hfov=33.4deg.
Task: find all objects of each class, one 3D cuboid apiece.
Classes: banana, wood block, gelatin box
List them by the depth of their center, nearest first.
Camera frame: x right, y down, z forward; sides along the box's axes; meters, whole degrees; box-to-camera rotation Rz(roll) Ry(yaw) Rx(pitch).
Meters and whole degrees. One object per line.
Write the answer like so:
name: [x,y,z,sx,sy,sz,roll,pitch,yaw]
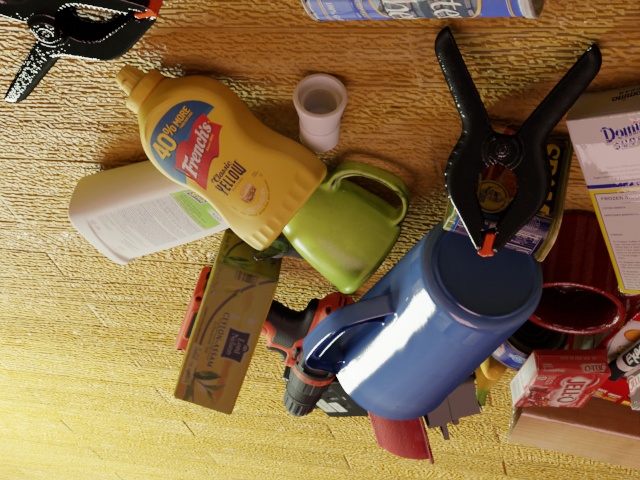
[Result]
gelatin box: [0.233,0.136,1.041,0.073,0.030,0.089,1,151,-7]
banana: [0.189,0.133,1.161,0.037,0.069,0.198,0,162,7]
wood block: [0.323,0.192,1.194,0.206,0.090,0.090,12,150,5]

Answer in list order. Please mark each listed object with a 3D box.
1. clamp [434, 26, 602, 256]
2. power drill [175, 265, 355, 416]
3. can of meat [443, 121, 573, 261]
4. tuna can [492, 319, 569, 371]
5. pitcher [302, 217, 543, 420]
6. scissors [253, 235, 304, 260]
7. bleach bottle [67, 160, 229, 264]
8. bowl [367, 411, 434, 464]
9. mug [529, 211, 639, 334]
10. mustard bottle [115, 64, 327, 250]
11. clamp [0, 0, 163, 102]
clamp: [0.146,-0.074,0.791,0.120,0.039,0.171,2,103,17]
power drill: [-0.066,0.114,1.218,0.187,0.057,0.185,17,125,-7]
can of meat: [0.151,-0.044,0.862,0.084,0.102,0.057,16,151,1]
tuna can: [0.206,0.086,1.072,0.086,0.086,0.034,19,148,-9]
pitcher: [0.093,0.071,0.966,0.145,0.149,0.243,40,152,4]
scissors: [-0.057,0.001,1.015,0.096,0.016,0.201,21,-174,20]
bleach bottle: [-0.121,-0.040,1.025,0.251,0.068,0.102,-10,142,32]
bowl: [0.079,0.180,1.203,0.055,0.162,0.162,-16,146,1]
mug: [0.241,0.027,0.961,0.117,0.081,0.093,-3,146,28]
mustard bottle: [-0.094,-0.084,0.909,0.191,0.058,0.096,39,122,-3]
clamp: [-0.224,-0.183,0.850,0.210,0.036,0.164,-7,144,29]
